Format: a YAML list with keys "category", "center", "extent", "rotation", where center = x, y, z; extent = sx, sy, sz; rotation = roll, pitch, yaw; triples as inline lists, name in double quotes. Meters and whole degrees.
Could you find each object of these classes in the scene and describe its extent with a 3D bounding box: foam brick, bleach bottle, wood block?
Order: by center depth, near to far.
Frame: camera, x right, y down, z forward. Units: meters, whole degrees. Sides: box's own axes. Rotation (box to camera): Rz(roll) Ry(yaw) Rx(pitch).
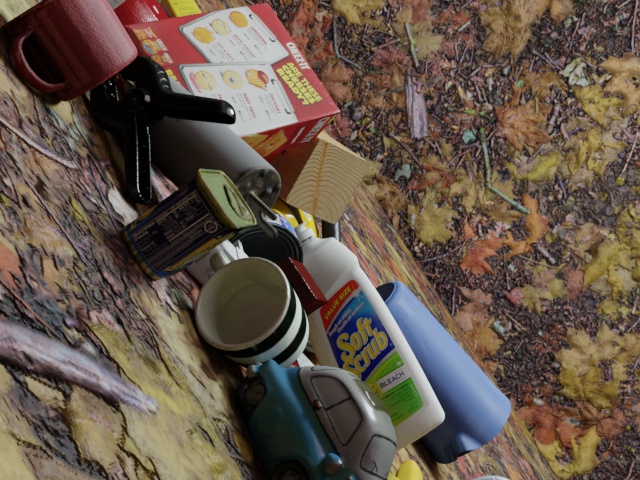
- category: "foam brick"
  center: [-0.042, 0.059, 1.027]
  extent: [0.053, 0.078, 0.051]
  rotation: [56, 9, 13]
- category: "bleach bottle"
  center: [0.028, 0.100, 1.116]
  extent: [0.251, 0.102, 0.068]
  rotation: [60, -4, -4]
- category: "wood block"
  center: [-0.043, -0.112, 1.366]
  extent: [0.090, 0.091, 0.206]
  rotation: [23, 11, -39]

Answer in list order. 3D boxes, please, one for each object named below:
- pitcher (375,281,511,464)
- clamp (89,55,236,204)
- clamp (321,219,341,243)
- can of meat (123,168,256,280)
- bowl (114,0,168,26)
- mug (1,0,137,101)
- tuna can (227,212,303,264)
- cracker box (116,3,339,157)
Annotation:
- category: "pitcher"
  center: [0.140, 0.172, 1.466]
  extent: [0.242, 0.144, 0.149]
  rotation: [51, -22, -12]
- category: "clamp"
  center: [-0.166, -0.110, 0.976]
  extent: [0.172, 0.120, 0.039]
  rotation: [36, -12, 35]
- category: "clamp"
  center: [0.019, 0.066, 1.391]
  extent: [0.210, 0.036, 0.164]
  rotation: [-89, 172, -56]
- category: "can of meat"
  center: [-0.109, -0.013, 0.894]
  extent: [0.057, 0.084, 0.102]
  rotation: [56, 9, 2]
- category: "bowl"
  center: [-0.224, -0.270, 1.327]
  extent: [0.162, 0.055, 0.162]
  rotation: [54, 8, -12]
- category: "mug"
  center: [-0.216, -0.167, 0.910]
  extent: [0.081, 0.093, 0.117]
  rotation: [58, 38, -18]
- category: "tuna can"
  center: [-0.062, 0.013, 1.061]
  extent: [0.086, 0.086, 0.034]
  rotation: [51, 8, -32]
- category: "cracker box"
  center: [-0.108, -0.169, 1.186]
  extent: [0.213, 0.072, 0.164]
  rotation: [-21, 73, -43]
